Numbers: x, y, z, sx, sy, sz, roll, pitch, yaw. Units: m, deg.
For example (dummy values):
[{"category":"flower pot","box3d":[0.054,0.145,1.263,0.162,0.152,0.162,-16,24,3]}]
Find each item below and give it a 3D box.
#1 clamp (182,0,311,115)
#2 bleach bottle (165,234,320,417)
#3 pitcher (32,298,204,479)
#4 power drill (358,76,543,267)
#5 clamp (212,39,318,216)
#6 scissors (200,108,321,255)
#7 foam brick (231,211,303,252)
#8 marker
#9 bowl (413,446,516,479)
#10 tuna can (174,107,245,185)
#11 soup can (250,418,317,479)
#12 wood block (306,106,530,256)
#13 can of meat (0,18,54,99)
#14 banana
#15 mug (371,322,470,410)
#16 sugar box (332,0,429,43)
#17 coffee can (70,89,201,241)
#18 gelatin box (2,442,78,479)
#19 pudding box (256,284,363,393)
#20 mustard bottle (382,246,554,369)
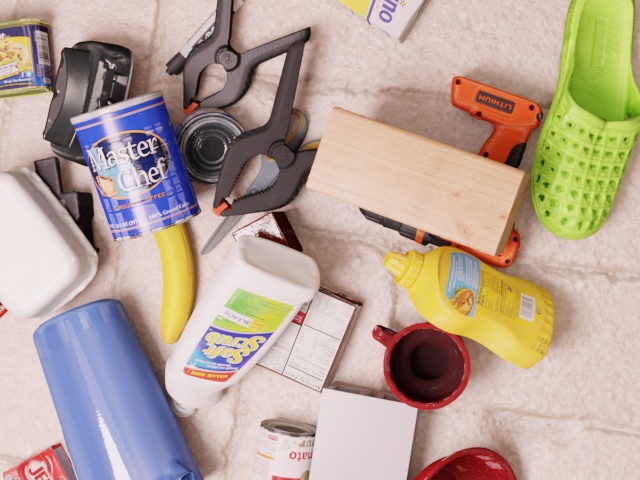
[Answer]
[{"category":"clamp","box3d":[-0.093,-0.208,1.219,0.120,0.039,0.171,30,105,2]},{"category":"bleach bottle","box3d":[-0.099,0.110,1.180,0.102,0.068,0.251,21,125,-16]},{"category":"pitcher","box3d":[-0.242,0.198,1.218,0.149,0.145,0.243,-23,83,-2]},{"category":"power drill","box3d":[0.151,-0.080,1.171,0.184,0.057,0.188,19,97,6]},{"category":"clamp","box3d":[-0.045,-0.108,1.189,0.210,0.036,0.164,-34,97,4]},{"category":"scissors","box3d":[-0.055,-0.053,1.228,0.096,0.016,0.202,27,96,9]},{"category":"foam brick","box3d":[-0.058,0.001,1.199,0.051,0.078,0.053,-28,88,9]},{"category":"marker","box3d":[-0.137,-0.238,1.238,0.020,0.020,0.121,45,98,7]},{"category":"bowl","box3d":[0.140,0.296,1.155,0.161,0.055,0.162,-4,98,-34]},{"category":"tuna can","box3d":[-0.124,-0.106,1.213,0.086,0.034,0.086,-3,106,-12]},{"category":"soup can","box3d":[-0.043,0.259,1.205,0.068,0.068,0.102,10,92,10]},{"category":"wood block","box3d":[0.102,-0.062,1.106,0.206,0.090,0.090,20,96,14]},{"category":"can of meat","box3d":[-0.368,-0.213,1.262,0.102,0.057,0.084,-5,92,11]},{"category":"banana","box3d":[-0.180,0.020,1.244,0.070,0.037,0.198,-20,86,29]},{"category":"mug","box3d":[0.108,0.127,1.168,0.117,0.081,0.093,28,96,8]},{"category":"sugar box","box3d":[0.040,-0.306,1.192,0.176,0.048,0.093,33,96,9]},{"category":"coffee can","box3d":[-0.199,-0.082,1.158,0.103,0.102,0.140,-16,101,10]},{"category":"gelatin box","box3d":[-0.326,0.298,1.275,0.073,0.030,0.089,-29,86,9]},{"category":"pudding box","box3d":[-0.015,0.105,1.213,0.090,0.039,0.113,23,97,9]},{"category":"mustard bottle","box3d":[0.153,0.058,1.127,0.191,0.096,0.058,26,140,-13]}]
